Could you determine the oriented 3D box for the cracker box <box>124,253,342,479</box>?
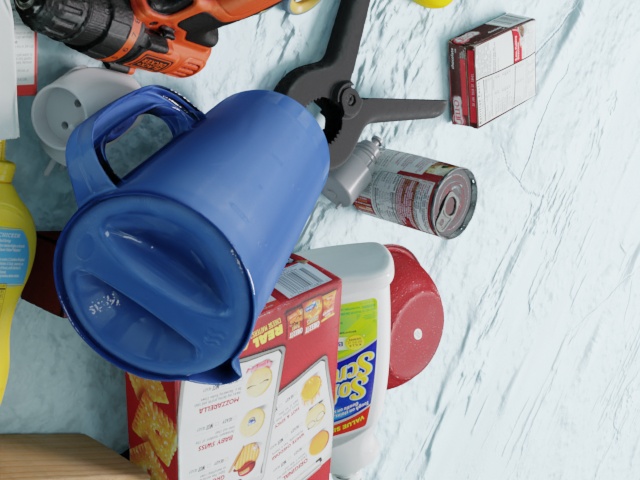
[{"bbox_3d":[-0.068,0.133,0.836,0.163,0.072,0.214,-23,129,-38],"label":"cracker box"}]

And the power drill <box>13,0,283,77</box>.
[{"bbox_3d":[-0.079,-0.168,0.691,0.184,0.188,0.057,-1,73,-64],"label":"power drill"}]

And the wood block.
[{"bbox_3d":[-0.230,0.190,0.734,0.205,0.090,0.091,12,96,-50],"label":"wood block"}]

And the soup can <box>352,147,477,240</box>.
[{"bbox_3d":[0.085,-0.045,0.993,0.068,0.102,0.068,-21,119,-43],"label":"soup can"}]

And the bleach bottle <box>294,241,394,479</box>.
[{"bbox_3d":[0.024,0.128,1.001,0.102,0.068,0.251,-7,118,-2],"label":"bleach bottle"}]

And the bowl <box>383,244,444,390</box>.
[{"bbox_3d":[0.076,0.088,1.072,0.161,0.055,0.162,-21,120,-43],"label":"bowl"}]

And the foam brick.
[{"bbox_3d":[-0.166,0.022,0.772,0.078,0.051,0.053,-1,104,-49],"label":"foam brick"}]

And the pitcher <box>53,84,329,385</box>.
[{"bbox_3d":[-0.078,-0.028,0.743,0.242,0.145,0.149,-60,166,-59],"label":"pitcher"}]

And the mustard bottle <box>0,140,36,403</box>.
[{"bbox_3d":[-0.233,0.019,0.688,0.096,0.058,0.192,9,97,-49],"label":"mustard bottle"}]

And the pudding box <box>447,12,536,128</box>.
[{"bbox_3d":[0.178,-0.176,1.101,0.113,0.039,0.090,-29,125,-37],"label":"pudding box"}]

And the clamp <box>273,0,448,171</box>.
[{"bbox_3d":[0.023,-0.119,0.932,0.209,0.036,0.164,-52,122,-20],"label":"clamp"}]
